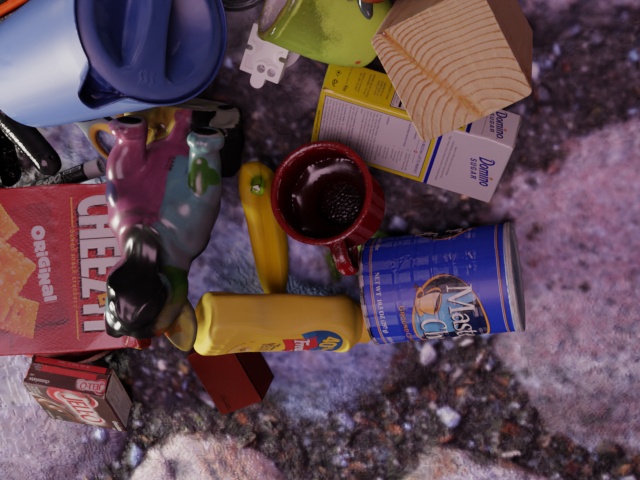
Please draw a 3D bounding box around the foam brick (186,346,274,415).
[{"bbox_3d":[-0.093,0.132,1.111,0.053,0.051,0.078,-22,106,20],"label":"foam brick"}]

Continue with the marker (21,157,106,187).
[{"bbox_3d":[-0.274,-0.057,1.087,0.121,0.020,0.020,-17,108,18],"label":"marker"}]

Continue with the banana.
[{"bbox_3d":[-0.055,-0.016,1.019,0.037,0.069,0.198,1,146,7],"label":"banana"}]

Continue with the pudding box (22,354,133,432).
[{"bbox_3d":[-0.255,0.163,1.134,0.090,0.039,0.113,10,155,8],"label":"pudding box"}]

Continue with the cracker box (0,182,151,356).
[{"bbox_3d":[-0.280,0.030,1.044,0.213,0.072,0.164,-3,88,1],"label":"cracker box"}]

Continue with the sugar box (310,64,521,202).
[{"bbox_3d":[0.083,-0.098,0.961,0.176,0.048,0.093,16,150,2],"label":"sugar box"}]

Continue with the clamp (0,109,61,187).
[{"bbox_3d":[-0.308,-0.128,1.026,0.120,0.039,0.171,1,122,44],"label":"clamp"}]

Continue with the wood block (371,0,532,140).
[{"bbox_3d":[0.112,-0.164,0.858,0.090,0.206,0.091,-24,107,20],"label":"wood block"}]

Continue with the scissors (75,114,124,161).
[{"bbox_3d":[-0.240,-0.143,1.045,0.202,0.016,0.096,35,112,0],"label":"scissors"}]

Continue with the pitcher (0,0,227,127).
[{"bbox_3d":[-0.190,-0.172,0.910,0.243,0.148,0.145,-4,96,53],"label":"pitcher"}]

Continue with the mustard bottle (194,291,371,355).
[{"bbox_3d":[-0.024,0.081,1.046,0.191,0.058,0.096,1,160,-19],"label":"mustard bottle"}]

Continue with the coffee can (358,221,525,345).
[{"bbox_3d":[0.116,0.041,1.001,0.140,0.102,0.103,-7,111,15],"label":"coffee can"}]

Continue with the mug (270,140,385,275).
[{"bbox_3d":[0.015,-0.025,0.962,0.093,0.081,0.117,-19,77,14],"label":"mug"}]
